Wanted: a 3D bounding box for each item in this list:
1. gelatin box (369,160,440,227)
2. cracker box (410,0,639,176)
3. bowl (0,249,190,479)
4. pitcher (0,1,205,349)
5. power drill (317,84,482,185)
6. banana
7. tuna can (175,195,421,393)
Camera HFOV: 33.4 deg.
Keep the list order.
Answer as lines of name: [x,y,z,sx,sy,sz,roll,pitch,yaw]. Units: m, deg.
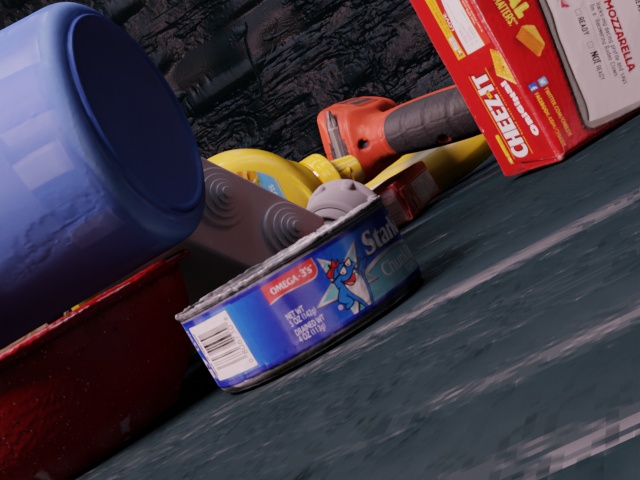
gelatin box: [0.032,-0.016,0.735,0.089,0.030,0.073,-29,4,26]
cracker box: [0.151,-0.156,0.553,0.213,0.164,0.072,-31,4,-16]
bowl: [-0.112,0.066,0.447,0.162,0.055,0.162,-30,2,1]
pitcher: [-0.175,0.007,0.455,0.243,0.149,0.144,-26,-11,17]
power drill: [0.105,-0.092,0.698,0.188,0.057,0.184,-16,7,25]
banana: [0.074,-0.061,0.791,0.198,0.069,0.037,-24,47,3]
tuna can: [-0.007,0.020,0.385,0.086,0.034,0.086,-31,2,1]
